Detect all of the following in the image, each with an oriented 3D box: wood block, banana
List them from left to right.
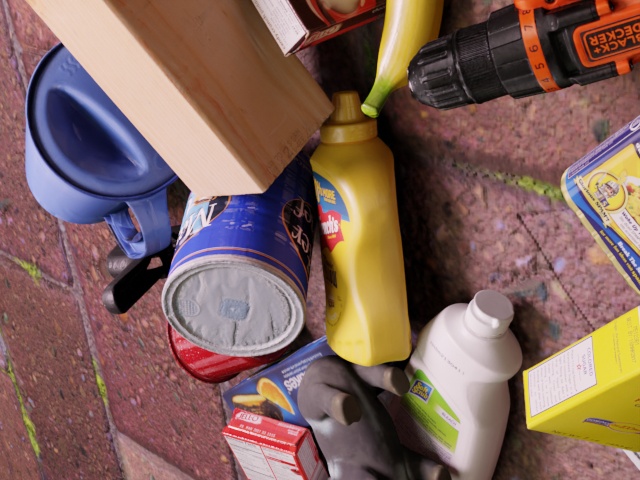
[{"bbox_3d":[-0.097,-0.133,0.710,0.091,0.090,0.206,0,136,54],"label":"wood block"},{"bbox_3d":[0.051,-0.175,0.644,0.037,0.069,0.198,12,124,23],"label":"banana"}]

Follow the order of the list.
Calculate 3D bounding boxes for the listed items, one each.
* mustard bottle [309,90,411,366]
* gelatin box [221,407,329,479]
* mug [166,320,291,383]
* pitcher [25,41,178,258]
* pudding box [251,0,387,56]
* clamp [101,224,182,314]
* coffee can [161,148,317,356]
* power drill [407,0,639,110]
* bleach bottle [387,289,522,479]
[{"bbox_3d":[0.027,-0.012,0.773,0.096,0.058,0.191,-138,41,-71],"label":"mustard bottle"},{"bbox_3d":[-0.038,0.188,0.933,0.073,0.030,0.089,11,143,27],"label":"gelatin box"},{"bbox_3d":[-0.076,0.064,0.949,0.082,0.093,0.117,-22,61,48],"label":"mug"},{"bbox_3d":[-0.184,-0.071,0.899,0.145,0.149,0.243,25,166,-14],"label":"pitcher"},{"bbox_3d":[-0.011,-0.185,0.690,0.113,0.089,0.039,58,144,4],"label":"pudding box"},{"bbox_3d":[-0.127,0.010,0.953,0.210,0.164,0.036,-159,50,-70],"label":"clamp"},{"bbox_3d":[-0.055,0.001,0.799,0.103,0.140,0.103,4,135,4],"label":"coffee can"},{"bbox_3d":[0.104,-0.162,0.533,0.185,0.057,0.187,-14,120,24],"label":"power drill"},{"bbox_3d":[0.100,0.140,0.807,0.103,0.067,0.251,39,136,25],"label":"bleach bottle"}]
